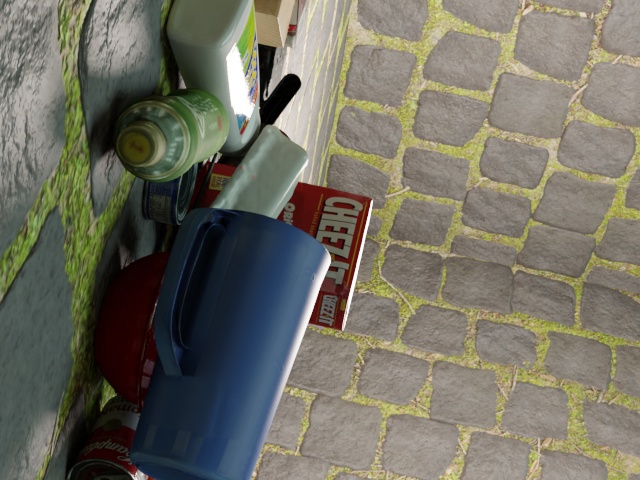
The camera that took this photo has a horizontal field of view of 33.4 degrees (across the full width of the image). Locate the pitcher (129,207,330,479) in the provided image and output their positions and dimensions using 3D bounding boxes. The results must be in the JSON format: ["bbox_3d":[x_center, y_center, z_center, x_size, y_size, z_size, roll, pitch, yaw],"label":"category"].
[{"bbox_3d":[-0.090,0.097,0.961,0.145,0.149,0.242,133,-24,-65],"label":"pitcher"}]

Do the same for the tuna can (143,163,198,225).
[{"bbox_3d":[-0.147,-0.059,1.060,0.086,0.034,0.086,14,89,-87],"label":"tuna can"}]

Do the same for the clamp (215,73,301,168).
[{"bbox_3d":[-0.081,-0.133,1.317,0.172,0.039,0.120,-36,-163,50],"label":"clamp"}]

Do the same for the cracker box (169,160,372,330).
[{"bbox_3d":[-0.058,0.002,1.252,0.072,0.213,0.164,99,5,-49],"label":"cracker box"}]

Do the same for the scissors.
[{"bbox_3d":[-0.151,0.007,1.120,0.096,0.016,0.202,-63,177,-52],"label":"scissors"}]

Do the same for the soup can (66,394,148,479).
[{"bbox_3d":[-0.189,0.200,1.003,0.102,0.068,0.068,-73,175,-60],"label":"soup can"}]

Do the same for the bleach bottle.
[{"bbox_3d":[-0.095,-0.165,1.082,0.251,0.068,0.102,82,25,-66],"label":"bleach bottle"}]

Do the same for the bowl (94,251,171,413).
[{"bbox_3d":[-0.169,0.077,0.992,0.162,0.055,0.162,14,89,-87],"label":"bowl"}]
